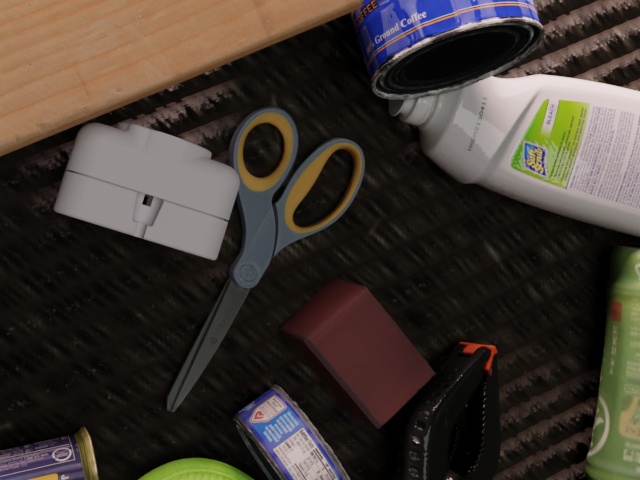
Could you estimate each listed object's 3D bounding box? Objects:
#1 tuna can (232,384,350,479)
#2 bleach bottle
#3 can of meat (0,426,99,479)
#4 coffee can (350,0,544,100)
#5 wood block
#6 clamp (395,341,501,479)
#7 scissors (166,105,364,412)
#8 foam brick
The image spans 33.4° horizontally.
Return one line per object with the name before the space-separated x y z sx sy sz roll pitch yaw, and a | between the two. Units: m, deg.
tuna can | -0.016 0.131 0.643 0.033 0.086 0.086 -34 105 -13
bleach bottle | 0.165 -0.069 0.708 0.250 0.068 0.102 15 87 -18
can of meat | -0.165 0.167 0.606 0.083 0.057 0.102 -10 97 -17
coffee can | 0.059 -0.166 0.617 0.102 0.103 0.140 -12 79 -19
wood block | -0.093 -0.125 0.567 0.206 0.090 0.091 -22 102 -3
clamp | 0.080 0.170 0.691 0.164 0.036 0.210 42 62 -41
scissors | -0.054 0.001 0.656 0.201 0.016 0.096 -46 106 -11
foam brick | 0.022 0.069 0.670 0.051 0.053 0.078 -43 108 -12
